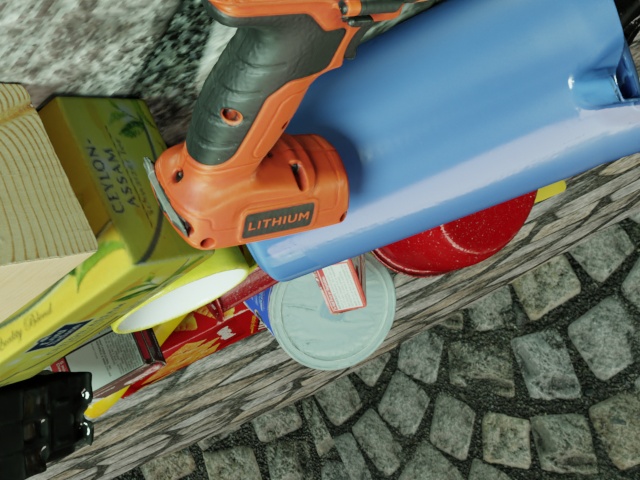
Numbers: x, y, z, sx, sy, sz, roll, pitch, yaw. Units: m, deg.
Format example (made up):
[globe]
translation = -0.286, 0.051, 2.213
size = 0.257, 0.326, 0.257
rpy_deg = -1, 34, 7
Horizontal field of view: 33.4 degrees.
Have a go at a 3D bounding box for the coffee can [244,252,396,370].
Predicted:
[coffee can]
translation = -0.009, 0.038, 0.888
size = 0.102, 0.103, 0.140
rpy_deg = -24, -163, -11

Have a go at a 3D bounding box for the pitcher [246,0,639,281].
[pitcher]
translation = 0.061, -0.072, 0.646
size = 0.243, 0.145, 0.149
rpy_deg = -23, 156, 4

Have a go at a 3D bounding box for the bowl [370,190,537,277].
[bowl]
translation = 0.104, -0.042, 0.765
size = 0.161, 0.162, 0.055
rpy_deg = -21, -152, -25

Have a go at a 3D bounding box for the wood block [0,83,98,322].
[wood block]
translation = -0.214, 0.018, 0.493
size = 0.206, 0.090, 0.090
rpy_deg = -33, 167, 30

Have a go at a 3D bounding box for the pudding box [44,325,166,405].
[pudding box]
translation = -0.190, 0.082, 0.854
size = 0.114, 0.090, 0.039
rpy_deg = -28, 166, 15

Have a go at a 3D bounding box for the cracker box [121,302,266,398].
[cracker box]
translation = -0.117, 0.073, 1.029
size = 0.213, 0.072, 0.164
rpy_deg = -25, 170, -11

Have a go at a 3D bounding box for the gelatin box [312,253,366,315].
[gelatin box]
translation = 0.008, -0.004, 0.747
size = 0.030, 0.073, 0.089
rpy_deg = -12, 133, 11

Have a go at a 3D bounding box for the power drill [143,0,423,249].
[power drill]
translation = 0.006, -0.083, 0.491
size = 0.184, 0.057, 0.188
rpy_deg = -10, 143, -32
